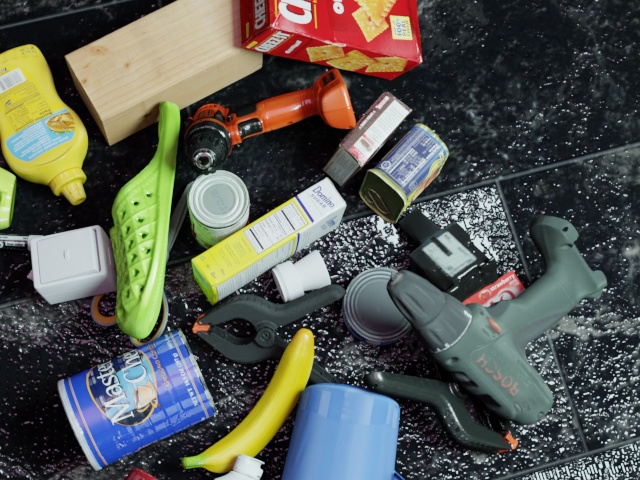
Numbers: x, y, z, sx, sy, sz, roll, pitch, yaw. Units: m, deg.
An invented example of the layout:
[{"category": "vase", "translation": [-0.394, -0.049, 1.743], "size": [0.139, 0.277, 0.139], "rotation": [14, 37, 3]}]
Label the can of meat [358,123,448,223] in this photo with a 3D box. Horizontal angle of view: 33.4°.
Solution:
[{"category": "can of meat", "translation": [0.096, -0.076, 1.217], "size": [0.057, 0.102, 0.084], "rotation": [41, 74, 7]}]

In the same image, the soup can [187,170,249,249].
[{"category": "soup can", "translation": [-0.113, -0.032, 1.189], "size": [0.068, 0.102, 0.068], "rotation": [1, 75, -4]}]

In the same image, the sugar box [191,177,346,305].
[{"category": "sugar box", "translation": [-0.058, 0.001, 1.190], "size": [0.176, 0.093, 0.048], "rotation": [-34, 81, -12]}]

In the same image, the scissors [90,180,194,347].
[{"category": "scissors", "translation": [-0.203, 0.022, 1.214], "size": [0.096, 0.016, 0.202], "rotation": [7, 75, -2]}]

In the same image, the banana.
[{"category": "banana", "translation": [-0.062, 0.184, 1.152], "size": [0.198, 0.069, 0.037], "rotation": [-49, 56, -3]}]

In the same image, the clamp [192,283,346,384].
[{"category": "clamp", "translation": [-0.052, 0.092, 1.179], "size": [0.171, 0.039, 0.120], "rotation": [13, 98, -2]}]

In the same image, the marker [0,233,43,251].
[{"category": "marker", "translation": [-0.374, 0.001, 1.205], "size": [0.121, 0.020, 0.020], "rotation": [3, 75, -3]}]

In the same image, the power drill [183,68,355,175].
[{"category": "power drill", "translation": [-0.059, -0.130, 1.172], "size": [0.187, 0.184, 0.057], "rotation": [-14, 111, 2]}]

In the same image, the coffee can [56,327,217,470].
[{"category": "coffee can", "translation": [-0.193, 0.168, 1.132], "size": [0.140, 0.103, 0.103], "rotation": [-24, 79, -10]}]

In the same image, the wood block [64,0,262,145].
[{"category": "wood block", "translation": [-0.177, -0.206, 1.236], "size": [0.206, 0.091, 0.090], "rotation": [-29, 80, -11]}]

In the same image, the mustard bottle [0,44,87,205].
[{"category": "mustard bottle", "translation": [-0.322, -0.124, 1.221], "size": [0.096, 0.058, 0.192], "rotation": [-30, 79, -12]}]

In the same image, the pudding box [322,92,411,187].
[{"category": "pudding box", "translation": [0.051, -0.113, 1.217], "size": [0.039, 0.113, 0.090], "rotation": [40, 77, 1]}]

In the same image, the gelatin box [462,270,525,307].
[{"category": "gelatin box", "translation": [0.201, 0.088, 1.218], "size": [0.089, 0.030, 0.073], "rotation": [-30, 79, -11]}]

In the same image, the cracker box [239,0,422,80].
[{"category": "cracker box", "translation": [0.013, -0.288, 1.234], "size": [0.213, 0.072, 0.164], "rotation": [6, 73, -35]}]

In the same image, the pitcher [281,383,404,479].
[{"category": "pitcher", "translation": [0.024, 0.279, 1.109], "size": [0.149, 0.145, 0.243], "rotation": [25, 67, -37]}]

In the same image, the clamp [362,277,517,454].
[{"category": "clamp", "translation": [0.134, 0.162, 1.151], "size": [0.210, 0.036, 0.164], "rotation": [52, 44, -10]}]

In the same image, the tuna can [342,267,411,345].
[{"category": "tuna can", "translation": [0.067, 0.076, 1.210], "size": [0.086, 0.034, 0.086], "rotation": [1, 76, -4]}]
